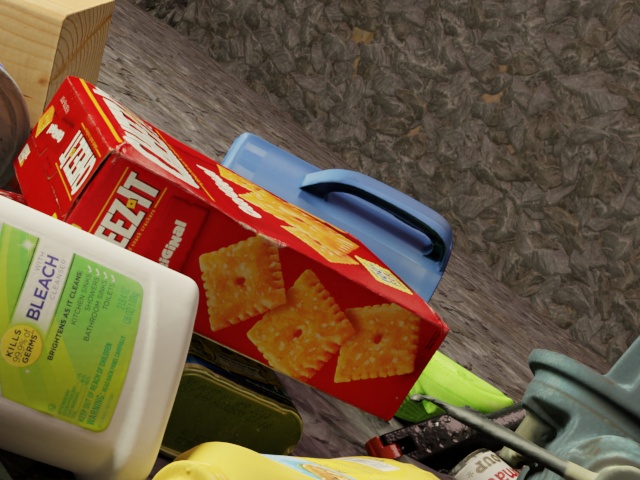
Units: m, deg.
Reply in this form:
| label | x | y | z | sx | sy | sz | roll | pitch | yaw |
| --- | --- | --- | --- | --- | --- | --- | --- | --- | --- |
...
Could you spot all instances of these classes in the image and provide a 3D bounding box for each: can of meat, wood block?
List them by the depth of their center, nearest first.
| label | x | y | z | sx | sy | sz | roll | pitch | yaw |
| --- | --- | --- | --- | --- | --- | --- | --- | --- | --- |
| can of meat | -0.066 | 0.078 | 0.580 | 0.102 | 0.057 | 0.084 | 30 | 12 | -34 |
| wood block | -0.269 | -0.163 | 0.777 | 0.206 | 0.090 | 0.090 | 21 | 23 | 5 |

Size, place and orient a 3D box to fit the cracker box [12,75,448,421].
| label | x | y | z | sx | sy | sz | roll | pitch | yaw |
| --- | --- | --- | --- | --- | --- | --- | --- | --- | --- |
| cracker box | -0.054 | 0.001 | 0.596 | 0.213 | 0.072 | 0.164 | 30 | 7 | -28 |

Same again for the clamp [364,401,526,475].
| label | x | y | z | sx | sy | sz | roll | pitch | yaw |
| --- | --- | --- | --- | --- | --- | --- | --- | --- | --- |
| clamp | 0.098 | 0.137 | 0.723 | 0.171 | 0.120 | 0.039 | 15 | 36 | -57 |

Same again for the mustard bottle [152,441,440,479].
| label | x | y | z | sx | sy | sz | roll | pitch | yaw |
| --- | --- | --- | --- | --- | --- | --- | --- | --- | --- |
| mustard bottle | -0.015 | 0.122 | 0.477 | 0.096 | 0.058 | 0.191 | 5 | -10 | 34 |

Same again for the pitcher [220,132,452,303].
| label | x | y | z | sx | sy | sz | roll | pitch | yaw |
| --- | --- | --- | --- | --- | --- | --- | --- | --- | --- |
| pitcher | 0.004 | -0.009 | 1.053 | 0.242 | 0.149 | 0.145 | 31 | 6 | -6 |

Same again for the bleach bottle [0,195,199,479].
| label | x | y | z | sx | sy | sz | roll | pitch | yaw |
| --- | --- | --- | --- | --- | --- | --- | --- | --- | --- |
| bleach bottle | -0.176 | 0.017 | 0.413 | 0.250 | 0.102 | 0.068 | 24 | -22 | -26 |
